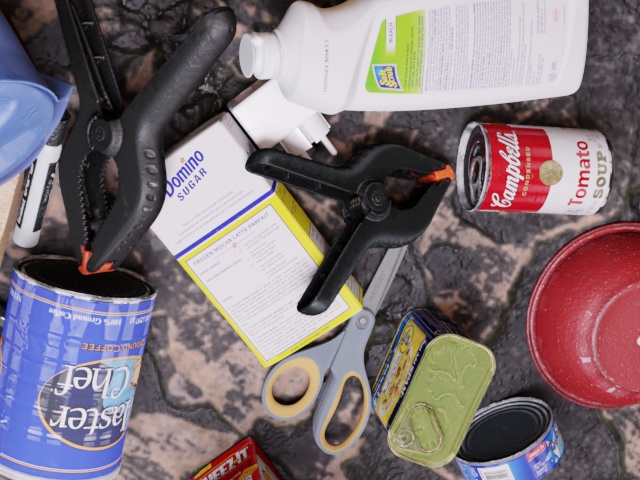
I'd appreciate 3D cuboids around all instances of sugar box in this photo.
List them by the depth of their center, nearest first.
[{"bbox_3d":[-0.055,0.001,0.790,0.093,0.048,0.176,-33,104,13],"label":"sugar box"}]

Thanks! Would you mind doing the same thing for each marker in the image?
[{"bbox_3d":[-0.195,-0.045,0.747,0.020,0.020,0.121,16,127,-13],"label":"marker"}]

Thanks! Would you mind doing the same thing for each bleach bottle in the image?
[{"bbox_3d":[0.066,-0.143,0.746,0.250,0.068,0.102,-6,104,-22],"label":"bleach bottle"}]

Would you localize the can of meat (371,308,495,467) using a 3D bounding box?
[{"bbox_3d":[0.082,0.110,0.825,0.057,0.084,0.102,21,98,-14],"label":"can of meat"}]

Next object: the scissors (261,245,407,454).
[{"bbox_3d":[0.012,0.066,0.838,0.096,0.016,0.202,10,93,-3],"label":"scissors"}]

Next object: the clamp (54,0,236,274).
[{"bbox_3d":[-0.144,-0.081,0.733,0.036,0.165,0.210,-7,121,-52],"label":"clamp"}]

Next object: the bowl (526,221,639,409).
[{"bbox_3d":[0.251,0.069,0.861,0.162,0.055,0.162,-2,103,-9],"label":"bowl"}]

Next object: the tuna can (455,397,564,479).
[{"bbox_3d":[0.149,0.163,0.848,0.086,0.086,0.034,-27,107,-3],"label":"tuna can"}]

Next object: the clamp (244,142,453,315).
[{"bbox_3d":[0.024,-0.034,0.773,0.171,0.039,0.120,-32,104,-36],"label":"clamp"}]

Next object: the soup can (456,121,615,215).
[{"bbox_3d":[0.162,-0.054,0.811,0.102,0.068,0.068,2,102,-11],"label":"soup can"}]

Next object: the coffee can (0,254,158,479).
[{"bbox_3d":[-0.181,0.092,0.765,0.102,0.103,0.140,11,100,-12],"label":"coffee can"}]
